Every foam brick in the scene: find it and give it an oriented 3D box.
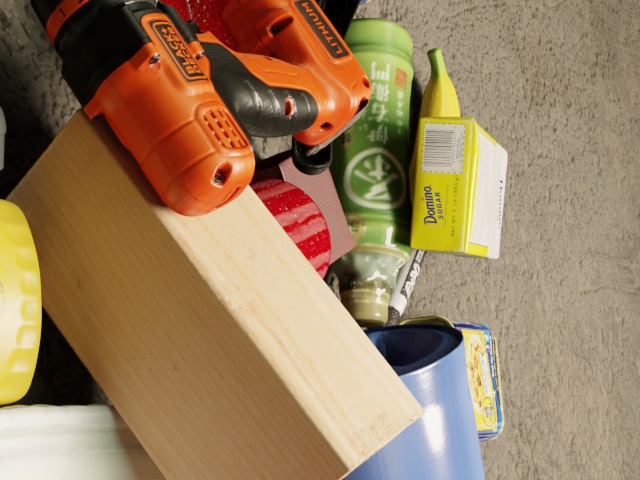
[{"bbox_3d":[-0.021,-0.018,0.709,0.052,0.051,0.078,-32,107,-52],"label":"foam brick"}]

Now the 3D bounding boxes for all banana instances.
[{"bbox_3d":[0.083,-0.064,0.879,0.069,0.037,0.197,42,50,-37],"label":"banana"}]

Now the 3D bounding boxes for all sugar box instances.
[{"bbox_3d":[0.106,-0.034,0.801,0.176,0.048,0.093,12,83,-75],"label":"sugar box"}]

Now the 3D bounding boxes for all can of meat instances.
[{"bbox_3d":[0.102,0.112,0.841,0.083,0.058,0.102,10,74,-55],"label":"can of meat"}]

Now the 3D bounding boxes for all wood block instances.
[{"bbox_3d":[-0.057,0.039,0.530,0.206,0.091,0.090,52,27,11],"label":"wood block"}]

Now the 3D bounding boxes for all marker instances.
[{"bbox_3d":[0.065,0.033,0.842,0.020,0.020,0.121,56,42,-30],"label":"marker"}]

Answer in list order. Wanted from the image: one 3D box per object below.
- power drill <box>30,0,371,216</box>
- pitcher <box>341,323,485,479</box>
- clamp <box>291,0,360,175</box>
[{"bbox_3d":[-0.063,-0.104,0.547,0.184,0.057,0.187,58,31,7],"label":"power drill"},{"bbox_3d":[0.055,0.180,0.704,0.149,0.145,0.243,-16,100,-20],"label":"pitcher"},{"bbox_3d":[-0.005,-0.107,0.699,0.171,0.039,0.120,-123,-133,-81],"label":"clamp"}]
